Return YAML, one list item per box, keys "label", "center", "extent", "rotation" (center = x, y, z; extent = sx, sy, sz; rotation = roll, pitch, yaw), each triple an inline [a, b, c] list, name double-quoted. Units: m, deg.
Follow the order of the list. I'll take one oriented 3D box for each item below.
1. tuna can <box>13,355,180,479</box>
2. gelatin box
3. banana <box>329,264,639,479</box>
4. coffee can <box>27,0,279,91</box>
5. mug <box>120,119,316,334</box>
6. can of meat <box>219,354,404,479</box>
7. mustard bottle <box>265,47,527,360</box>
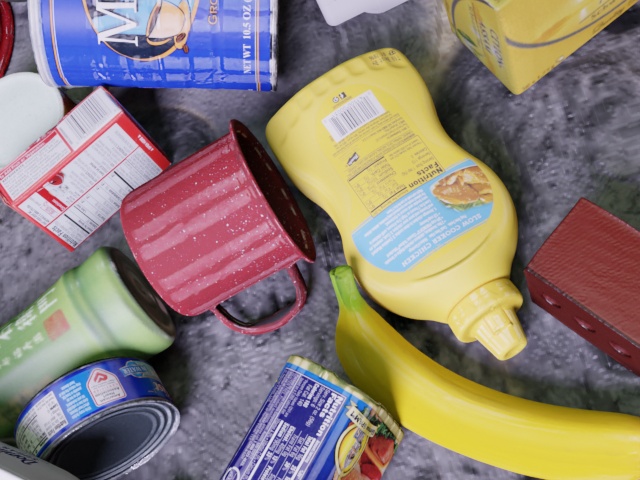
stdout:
- label: "tuna can"
  center: [-0.123, 0.102, 0.585]
  extent: [0.086, 0.086, 0.034]
  rotation: [-35, 62, 1]
- label: "gelatin box"
  center: [-0.145, -0.043, 0.657]
  extent: [0.089, 0.073, 0.030]
  rotation: [-41, 63, -1]
- label: "banana"
  center: [0.083, 0.083, 0.546]
  extent: [0.198, 0.070, 0.037]
  rotation: [25, 45, 16]
- label: "coffee can"
  center: [-0.095, -0.143, 0.645]
  extent: [0.140, 0.103, 0.103]
  rotation: [1, 68, -2]
- label: "mug"
  center: [-0.054, 0.001, 0.612]
  extent: [0.081, 0.093, 0.117]
  rotation: [-29, 100, 9]
- label: "can of meat"
  center: [-0.005, 0.114, 0.538]
  extent: [0.057, 0.102, 0.084]
  rotation: [24, 75, 24]
- label: "mustard bottle"
  center: [0.053, -0.015, 0.594]
  extent: [0.096, 0.058, 0.192]
  rotation: [-32, 63, -3]
